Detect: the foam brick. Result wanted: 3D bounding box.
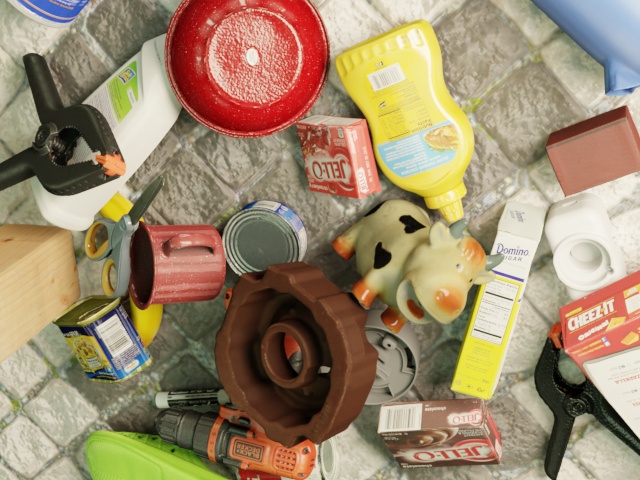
[{"bbox_3d":[0.253,-0.083,0.979,0.078,0.053,0.051,-20,103,24],"label":"foam brick"}]

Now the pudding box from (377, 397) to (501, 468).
[{"bbox_3d":[0.126,0.203,1.115,0.114,0.039,0.090,-5,142,21],"label":"pudding box"}]

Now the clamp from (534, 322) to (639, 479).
[{"bbox_3d":[0.274,0.165,1.075,0.120,0.039,0.171,-8,107,19],"label":"clamp"}]

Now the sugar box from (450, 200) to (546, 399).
[{"bbox_3d":[0.172,0.057,1.036,0.048,0.093,0.176,14,113,11],"label":"sugar box"}]

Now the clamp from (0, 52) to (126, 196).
[{"bbox_3d":[-0.266,-0.108,1.071,0.210,0.036,0.164,12,81,38],"label":"clamp"}]

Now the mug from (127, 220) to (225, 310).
[{"bbox_3d":[-0.145,0.019,1.105,0.117,0.081,0.093,-45,53,54],"label":"mug"}]

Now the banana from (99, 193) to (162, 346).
[{"bbox_3d":[-0.206,0.027,1.177,0.070,0.037,0.198,-1,110,49],"label":"banana"}]

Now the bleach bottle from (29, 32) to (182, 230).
[{"bbox_3d":[-0.195,-0.122,1.084,0.251,0.068,0.102,-39,58,25],"label":"bleach bottle"}]

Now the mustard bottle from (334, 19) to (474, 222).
[{"bbox_3d":[0.093,-0.106,1.016,0.096,0.058,0.191,-19,104,24],"label":"mustard bottle"}]

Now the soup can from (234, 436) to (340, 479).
[{"bbox_3d":[-0.036,0.240,1.185,0.102,0.068,0.068,-5,109,19],"label":"soup can"}]

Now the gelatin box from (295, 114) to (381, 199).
[{"bbox_3d":[0.016,-0.082,1.040,0.089,0.030,0.073,15,122,55],"label":"gelatin box"}]

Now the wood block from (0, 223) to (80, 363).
[{"bbox_3d":[-0.348,0.058,1.135,0.091,0.205,0.090,3,111,16],"label":"wood block"}]

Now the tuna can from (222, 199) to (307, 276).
[{"bbox_3d":[-0.057,0.001,1.118,0.086,0.033,0.086,6,112,15],"label":"tuna can"}]

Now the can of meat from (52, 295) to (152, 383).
[{"bbox_3d":[-0.242,0.111,1.190,0.102,0.057,0.084,-6,115,54],"label":"can of meat"}]

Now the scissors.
[{"bbox_3d":[-0.195,0.003,1.090,0.202,0.016,0.096,-19,83,54],"label":"scissors"}]

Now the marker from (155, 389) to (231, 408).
[{"bbox_3d":[-0.131,0.179,1.219,0.121,0.020,0.020,-6,108,19],"label":"marker"}]

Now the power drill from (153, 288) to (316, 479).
[{"bbox_3d":[-0.080,0.149,1.139,0.184,0.057,0.188,12,94,15],"label":"power drill"}]

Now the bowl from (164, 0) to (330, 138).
[{"bbox_3d":[-0.065,-0.173,1.005,0.162,0.055,0.162,-2,103,-10],"label":"bowl"}]
